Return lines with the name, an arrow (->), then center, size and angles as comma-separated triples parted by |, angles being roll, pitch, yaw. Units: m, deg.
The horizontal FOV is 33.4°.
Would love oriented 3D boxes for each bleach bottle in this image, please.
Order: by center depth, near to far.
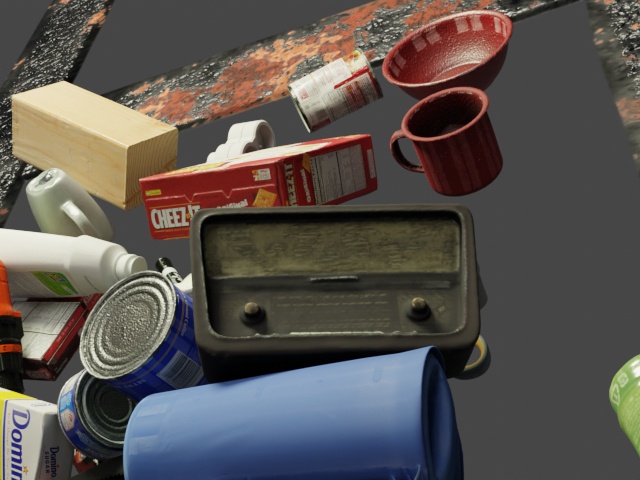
bleach bottle -> -0.295, 0.030, 1.177 | 0.251, 0.102, 0.068 | 3, 65, 28

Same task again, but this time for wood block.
wood block -> -0.288, -0.123, 1.354 | 0.206, 0.090, 0.090 | 24, 32, 28

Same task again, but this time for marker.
marker -> -0.157, 0.050, 1.165 | 0.020, 0.020, 0.121 | -32, 33, -8

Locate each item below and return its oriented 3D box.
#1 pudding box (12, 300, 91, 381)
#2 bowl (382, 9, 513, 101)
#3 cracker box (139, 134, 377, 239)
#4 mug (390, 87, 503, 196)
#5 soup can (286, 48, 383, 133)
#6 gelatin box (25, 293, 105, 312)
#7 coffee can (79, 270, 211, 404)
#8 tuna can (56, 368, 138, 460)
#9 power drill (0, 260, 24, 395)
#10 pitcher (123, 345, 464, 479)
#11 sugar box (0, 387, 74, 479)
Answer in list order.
pudding box -> -0.315, 0.109, 1.176 | 0.114, 0.039, 0.090 | 0, 42, 31
bowl -> 0.157, -0.209, 1.269 | 0.162, 0.055, 0.162 | -18, 34, 13
cracker box -> -0.057, -0.056, 1.116 | 0.164, 0.072, 0.213 | -6, 9, 29
mug -> 0.130, -0.098, 1.113 | 0.117, 0.081, 0.093 | -9, 37, 25
soup can -> 0.018, -0.184, 1.321 | 0.102, 0.068, 0.068 | -27, 33, 1
gelatin box -> -0.287, 0.056, 1.236 | 0.089, 0.030, 0.073 | -3, 40, 32
coffee can -> -0.126, 0.105, 0.935 | 0.103, 0.140, 0.103 | -20, 48, 24
tuna can -> -0.191, 0.152, 0.963 | 0.034, 0.086, 0.086 | -34, 22, 42
power drill -> -0.393, 0.127, 1.141 | 0.188, 0.057, 0.184 | -21, 72, 26
pitcher -> -0.021, 0.161, 0.789 | 0.243, 0.149, 0.145 | -9, 64, 17
sugar box -> -0.303, 0.191, 1.009 | 0.177, 0.048, 0.093 | 5, 87, 42
